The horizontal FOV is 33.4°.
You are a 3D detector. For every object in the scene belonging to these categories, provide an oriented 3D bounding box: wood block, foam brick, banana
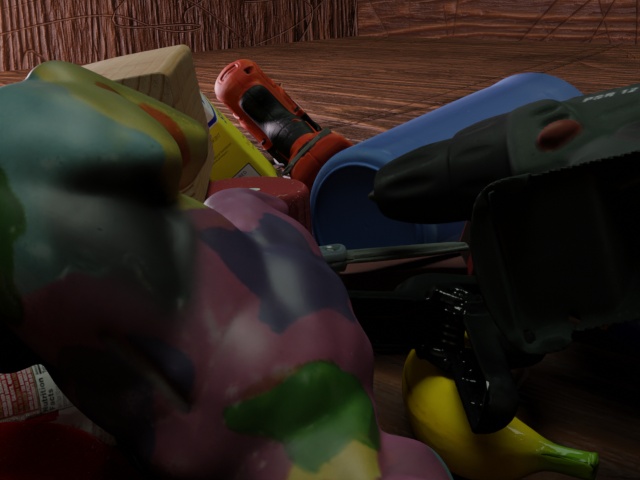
[{"bbox_3d":[-0.124,-0.068,0.690,0.090,0.091,0.206,-12,15,0],"label":"wood block"},{"bbox_3d":[0.049,0.035,0.647,0.078,0.053,0.051,-2,14,-1],"label":"foam brick"},{"bbox_3d":[0.073,0.075,0.528,0.069,0.037,0.198,10,14,-7],"label":"banana"}]

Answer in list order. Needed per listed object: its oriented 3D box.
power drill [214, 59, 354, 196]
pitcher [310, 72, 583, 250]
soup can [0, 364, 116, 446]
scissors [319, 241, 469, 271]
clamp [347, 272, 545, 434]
[{"bbox_3d":[-0.001,-0.063,0.914,0.057,0.184,0.188,-47,34,2],"label":"power drill"},{"bbox_3d":[0.114,-0.037,0.792,0.149,0.145,0.242,-22,1,44],"label":"pitcher"},{"bbox_3d":[-0.136,0.072,0.503,0.102,0.068,0.069,-11,17,-32],"label":"soup can"},{"bbox_3d":[-0.014,0.008,0.607,0.201,0.016,0.096,-10,18,-44],"label":"scissors"},{"bbox_3d":[0.065,0.044,0.487,0.120,0.039,0.171,30,24,35],"label":"clamp"}]
